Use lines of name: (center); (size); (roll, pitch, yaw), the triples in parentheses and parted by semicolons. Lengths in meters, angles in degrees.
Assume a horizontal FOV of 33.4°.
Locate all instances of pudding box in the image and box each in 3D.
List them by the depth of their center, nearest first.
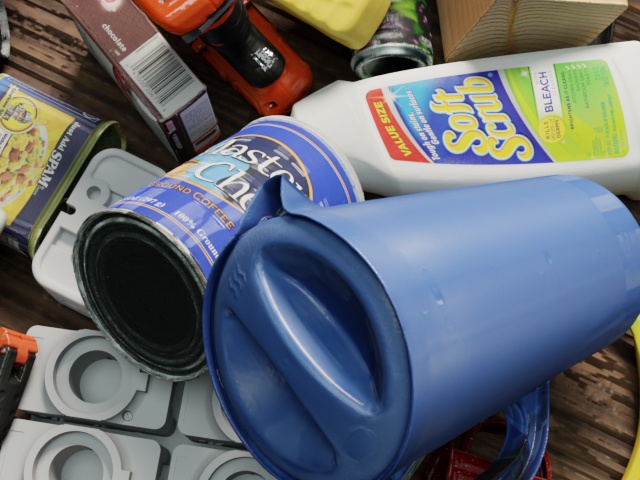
pudding box: (-0.113, -0.110, 0.676); (0.039, 0.090, 0.113); (-37, 79, -6)

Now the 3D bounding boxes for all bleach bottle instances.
bleach bottle: (0.083, -0.061, 0.678); (0.251, 0.068, 0.102); (-8, 77, 1)

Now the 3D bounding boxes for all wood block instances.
wood block: (0.124, -0.227, 0.700); (0.090, 0.091, 0.206); (0, 74, -16)

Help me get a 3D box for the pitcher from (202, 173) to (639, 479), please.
pitcher: (0.071, 0.043, 0.556); (0.242, 0.149, 0.145); (-14, 37, -44)

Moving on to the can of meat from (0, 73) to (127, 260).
can of meat: (-0.186, -0.045, 0.675); (0.084, 0.057, 0.102); (26, 76, 9)

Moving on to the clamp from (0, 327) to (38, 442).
clamp: (-0.227, 0.119, 0.609); (0.172, 0.039, 0.120); (-34, 71, 14)

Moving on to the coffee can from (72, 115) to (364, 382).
coffee can: (-0.054, 0.001, 0.607); (0.103, 0.103, 0.140); (42, 44, 11)

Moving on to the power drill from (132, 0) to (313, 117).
power drill: (-0.087, -0.161, 0.642); (0.184, 0.187, 0.057); (45, 94, 9)
